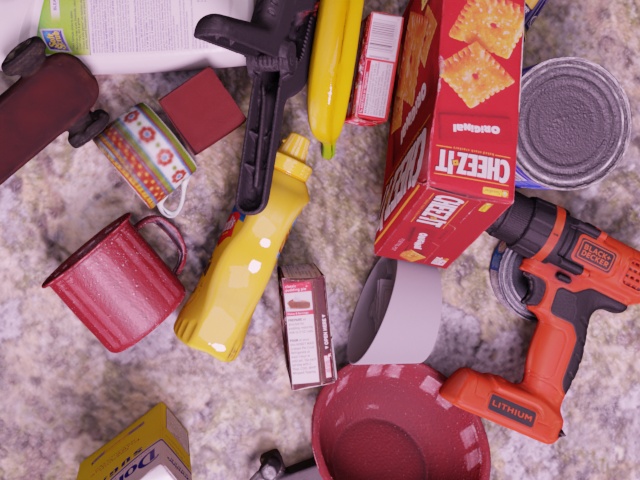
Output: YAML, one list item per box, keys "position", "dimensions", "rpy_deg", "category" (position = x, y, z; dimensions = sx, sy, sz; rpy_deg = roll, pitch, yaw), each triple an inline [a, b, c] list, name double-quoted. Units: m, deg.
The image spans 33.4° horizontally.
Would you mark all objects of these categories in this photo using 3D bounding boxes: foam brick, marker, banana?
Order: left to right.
- position: [-0.096, -0.105, 0.873]
  dimensions: [0.051, 0.078, 0.053]
  rpy_deg: [-34, 97, -3]
  category: "foam brick"
- position: [0.012, -0.168, 0.885]
  dimensions: [0.037, 0.070, 0.198]
  rpy_deg: [9, 91, -6]
  category: "banana"
- position: [0.071, 0.203, 0.943]
  dimensions: [0.121, 0.020, 0.020]
  rpy_deg: [3, 93, -8]
  category: "marker"

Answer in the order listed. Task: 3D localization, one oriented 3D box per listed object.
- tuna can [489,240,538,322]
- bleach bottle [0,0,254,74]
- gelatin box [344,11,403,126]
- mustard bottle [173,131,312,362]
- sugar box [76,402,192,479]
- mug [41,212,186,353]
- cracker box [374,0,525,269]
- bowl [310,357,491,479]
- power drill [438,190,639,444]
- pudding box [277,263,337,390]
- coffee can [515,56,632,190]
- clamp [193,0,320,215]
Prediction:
- position: [0.194, 0.029, 0.941]
  dimensions: [0.086, 0.034, 0.086]
  rpy_deg: [0, 94, -7]
  category: "tuna can"
- position: [-0.180, -0.187, 0.866]
  dimensions: [0.250, 0.068, 0.102]
  rpy_deg: [-2, 95, -5]
  category: "bleach bottle"
- position: [0.042, -0.141, 0.891]
  dimensions: [0.030, 0.073, 0.089]
  rpy_deg: [9, 93, -7]
  category: "gelatin box"
- position: [-0.056, 0.001, 0.875]
  dimensions: [0.058, 0.096, 0.191]
  rpy_deg: [25, 90, -8]
  category: "mustard bottle"
- position: [-0.148, 0.189, 0.835]
  dimensions: [0.093, 0.176, 0.048]
  rpy_deg: [-38, 98, -4]
  category: "sugar box"
- position: [-0.157, 0.030, 0.874]
  dimensions: [0.081, 0.093, 0.117]
  rpy_deg: [51, 60, -12]
  category: "mug"
- position: [0.097, -0.105, 0.823]
  dimensions: [0.072, 0.164, 0.213]
  rpy_deg: [10, 71, -6]
  category: "cracker box"
- position: [0.060, 0.180, 0.901]
  dimensions: [0.162, 0.055, 0.162]
  rpy_deg: [10, 55, -15]
  category: "bowl"
- position: [0.171, 0.061, 0.892]
  dimensions: [0.184, 0.057, 0.187]
  rpy_deg: [25, 90, -8]
  category: "power drill"
- position: [-0.014, 0.068, 0.877]
  dimensions: [0.039, 0.113, 0.090]
  rpy_deg: [-7, 94, -6]
  category: "pudding box"
- position: [0.179, -0.093, 0.877]
  dimensions: [0.102, 0.140, 0.103]
  rpy_deg: [0, 93, -7]
  category: "coffee can"
- position: [-0.039, -0.131, 0.838]
  dimensions: [0.036, 0.209, 0.164]
  rpy_deg: [4, 123, 17]
  category: "clamp"
